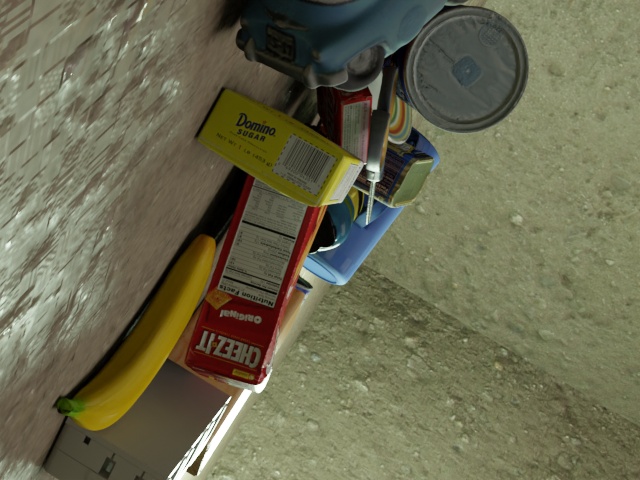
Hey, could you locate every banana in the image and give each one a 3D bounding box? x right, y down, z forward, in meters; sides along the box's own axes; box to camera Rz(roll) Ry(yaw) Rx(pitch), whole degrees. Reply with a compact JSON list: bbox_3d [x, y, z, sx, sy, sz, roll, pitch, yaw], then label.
[{"bbox_3d":[-0.134,0.078,0.817,0.197,0.037,0.070,-56,175,-39],"label":"banana"}]

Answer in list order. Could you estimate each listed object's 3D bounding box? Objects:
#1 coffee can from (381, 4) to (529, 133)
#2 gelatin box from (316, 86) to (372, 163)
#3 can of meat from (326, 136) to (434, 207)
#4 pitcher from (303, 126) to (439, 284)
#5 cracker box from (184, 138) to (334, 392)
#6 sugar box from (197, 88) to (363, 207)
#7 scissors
[{"bbox_3d":[0.112,-0.154,0.926,0.103,0.102,0.140,-60,-168,10],"label":"coffee can"},{"bbox_3d":[0.019,-0.118,0.925,0.089,0.030,0.073,89,-16,-55],"label":"gelatin box"},{"bbox_3d":[0.056,-0.075,1.028,0.057,0.084,0.102,-64,164,15],"label":"can of meat"},{"bbox_3d":[0.059,-0.060,1.530,0.242,0.145,0.149,-56,155,-12],"label":"pitcher"},{"bbox_3d":[-0.048,0.021,0.932,0.164,0.072,0.213,102,6,-80],"label":"cracker box"},{"bbox_3d":[-0.022,-0.065,0.769,0.048,0.093,0.176,-60,177,8],"label":"sugar box"},{"bbox_3d":[0.051,-0.082,0.917,0.202,0.016,0.096,83,19,-78],"label":"scissors"}]
